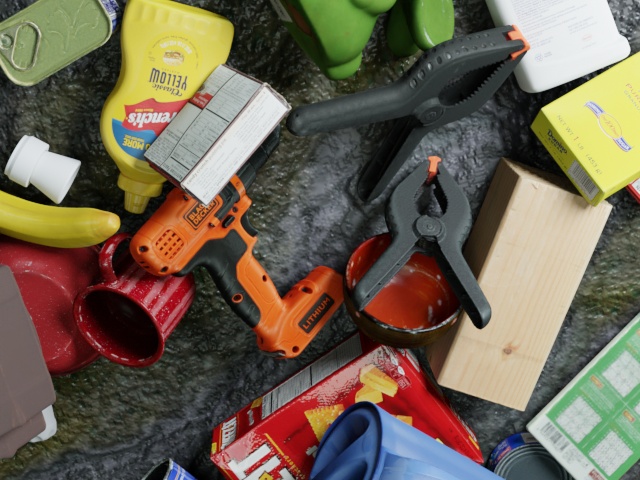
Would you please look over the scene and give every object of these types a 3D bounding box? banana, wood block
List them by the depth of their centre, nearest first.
[{"bbox_3d":[-0.267,-0.025,0.967,0.198,0.069,0.037,18,63,13],"label":"banana"},{"bbox_3d":[0.179,0.039,0.992,0.090,0.090,0.206,18,105,-7],"label":"wood block"}]

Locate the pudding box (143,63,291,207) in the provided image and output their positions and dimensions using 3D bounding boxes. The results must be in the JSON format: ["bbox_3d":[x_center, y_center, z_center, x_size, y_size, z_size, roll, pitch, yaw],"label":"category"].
[{"bbox_3d":[-0.090,-0.091,0.905,0.113,0.090,0.039,-52,126,-3],"label":"pudding box"}]

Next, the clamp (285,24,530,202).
[{"bbox_3d":[0.087,-0.114,0.929,0.210,0.164,0.036,-29,61,6],"label":"clamp"}]

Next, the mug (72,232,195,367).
[{"bbox_3d":[-0.170,0.046,0.976,0.093,0.081,0.117,-2,123,27],"label":"mug"}]

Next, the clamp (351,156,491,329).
[{"bbox_3d":[0.085,0.001,0.949,0.120,0.171,0.039,5,145,-11],"label":"clamp"}]

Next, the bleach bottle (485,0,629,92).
[{"bbox_3d":[0.178,-0.261,0.921,0.102,0.068,0.251,-22,103,2],"label":"bleach bottle"}]

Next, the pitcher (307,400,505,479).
[{"bbox_3d":[0.115,0.250,0.953,0.242,0.149,0.145,28,108,-18],"label":"pitcher"}]

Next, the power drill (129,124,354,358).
[{"bbox_3d":[-0.056,0.001,0.975,0.187,0.057,0.184,47,71,-19],"label":"power drill"}]

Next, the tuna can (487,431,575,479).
[{"bbox_3d":[0.212,0.237,1.078,0.086,0.034,0.086,0,106,-1],"label":"tuna can"}]

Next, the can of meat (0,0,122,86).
[{"bbox_3d":[-0.225,-0.182,0.924,0.102,0.084,0.057,-29,105,7],"label":"can of meat"}]

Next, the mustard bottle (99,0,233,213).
[{"bbox_3d":[-0.146,-0.116,0.958,0.096,0.058,0.192,12,106,-16],"label":"mustard bottle"}]

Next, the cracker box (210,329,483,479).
[{"bbox_3d":[0.025,0.201,1.045,0.214,0.072,0.164,-35,104,9],"label":"cracker box"}]

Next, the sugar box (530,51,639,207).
[{"bbox_3d":[0.283,-0.113,0.930,0.176,0.048,0.093,-31,77,-10],"label":"sugar box"}]

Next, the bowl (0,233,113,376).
[{"bbox_3d":[-0.270,0.064,1.010,0.162,0.055,0.162,0,106,0],"label":"bowl"}]
